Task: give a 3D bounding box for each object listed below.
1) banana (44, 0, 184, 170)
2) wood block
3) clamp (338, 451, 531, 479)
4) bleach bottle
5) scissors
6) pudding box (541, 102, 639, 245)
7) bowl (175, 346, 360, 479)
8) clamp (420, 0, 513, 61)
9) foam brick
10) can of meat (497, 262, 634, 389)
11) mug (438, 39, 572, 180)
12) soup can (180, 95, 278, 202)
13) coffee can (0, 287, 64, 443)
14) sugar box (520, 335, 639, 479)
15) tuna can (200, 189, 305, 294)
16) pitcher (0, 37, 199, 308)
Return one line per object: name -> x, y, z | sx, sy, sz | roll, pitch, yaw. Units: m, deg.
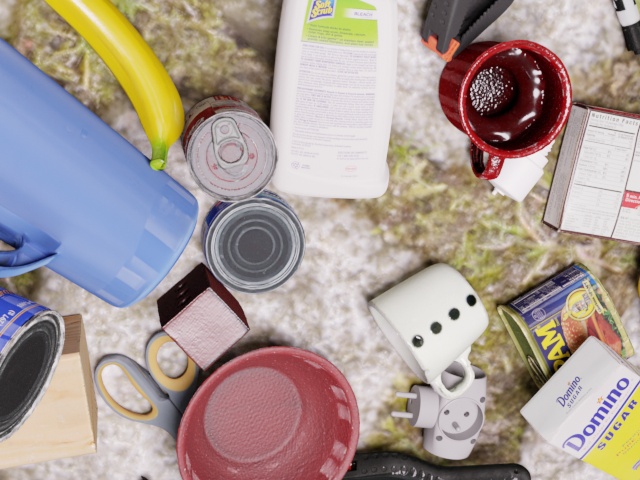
banana -> -0.159, -0.147, 0.813 | 0.037, 0.069, 0.198 | -34, 95, 19
wood block -> -0.288, 0.130, 0.852 | 0.206, 0.091, 0.090 | -8, 107, -8
clamp -> 0.098, 0.216, 0.949 | 0.171, 0.039, 0.120 | 16, 135, -14
bleach bottle -> 0.019, -0.151, 0.798 | 0.102, 0.068, 0.251 | 2, 127, -10
scissors -> -0.107, 0.155, 0.931 | 0.201, 0.016, 0.096 | 42, 92, -20
pudding box -> 0.252, -0.057, 0.927 | 0.090, 0.039, 0.113 | 9, 101, -12
bowl -> -0.050, 0.159, 0.914 | 0.162, 0.055, 0.162 | -5, 106, -20
clamp -> 0.154, -0.236, 0.840 | 0.164, 0.036, 0.210 | -4, 131, -51
foam brick -> -0.097, 0.061, 0.875 | 0.053, 0.078, 0.051 | -42, 107, 0
can of meat -> 0.219, 0.082, 0.950 | 0.084, 0.057, 0.102 | -31, 109, -4
mug -> 0.144, -0.107, 0.871 | 0.093, 0.081, 0.117 | 4, 104, -12
soup can -> -0.073, -0.074, 0.829 | 0.068, 0.102, 0.068 | -3, 105, -10
coffee can -> -0.269, 0.069, 0.757 | 0.140, 0.102, 0.103 | 23, 101, 10
sugar box -> 0.261, 0.156, 0.943 | 0.093, 0.048, 0.176 | -50, 135, 11
tuna can -> -0.056, 0.001, 0.889 | 0.086, 0.034, 0.086 | -3, 105, -10
pitcher -> -0.218, -0.047, 0.793 | 0.242, 0.145, 0.149 | 37, 92, -20
